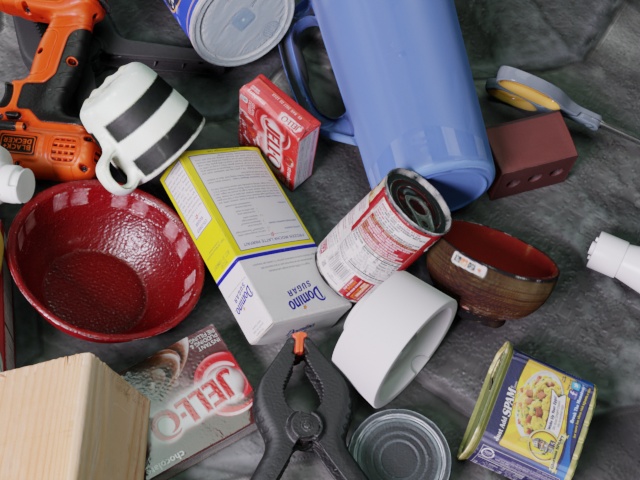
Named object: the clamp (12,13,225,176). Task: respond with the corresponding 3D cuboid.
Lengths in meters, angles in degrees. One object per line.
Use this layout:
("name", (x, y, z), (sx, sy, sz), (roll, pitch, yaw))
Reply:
("clamp", (-0.218, -0.162, 1.000), (0.210, 0.036, 0.164), (32, 67, 9))

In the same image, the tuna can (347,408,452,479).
("tuna can", (0.061, 0.179, 0.852), (0.086, 0.034, 0.086), (2, 63, -4))

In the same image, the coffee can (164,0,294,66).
("coffee can", (-0.100, -0.245, 0.999), (0.102, 0.103, 0.140), (-23, 55, -15))

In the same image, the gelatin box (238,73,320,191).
("gelatin box", (-0.039, -0.095, 0.951), (0.073, 0.089, 0.030), (42, 67, 15))

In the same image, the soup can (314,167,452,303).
("soup can", (0.050, -0.002, 0.882), (0.068, 0.102, 0.068), (27, 37, -23))

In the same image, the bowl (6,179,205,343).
("bowl", (-0.180, 0.028, 0.881), (0.162, 0.055, 0.162), (14, 48, -16))

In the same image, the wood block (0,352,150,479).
("wood block", (-0.185, 0.195, 0.740), (0.091, 0.090, 0.206), (-14, 52, 19))

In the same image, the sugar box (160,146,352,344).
("sugar box", (-0.056, 0.001, 0.908), (0.093, 0.048, 0.176), (-9, 62, -42))

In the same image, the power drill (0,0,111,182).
("power drill", (-0.272, -0.145, 0.951), (0.184, 0.057, 0.187), (7, 81, 8))

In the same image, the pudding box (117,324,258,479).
("pudding box", (-0.112, 0.133, 0.858), (0.113, 0.039, 0.090), (-28, 69, -17))

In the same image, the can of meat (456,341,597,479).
("can of meat", (0.169, 0.146, 0.866), (0.084, 0.057, 0.102), (24, 64, 5))

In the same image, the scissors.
("scissors", (0.240, -0.118, 1.018), (0.201, 0.096, 0.016), (23, 86, -26))

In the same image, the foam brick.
("foam brick", (0.188, -0.078, 0.982), (0.078, 0.053, 0.051), (-15, 65, -11))

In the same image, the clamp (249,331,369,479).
("clamp", (-0.021, 0.154, 0.820), (0.120, 0.039, 0.171), (-5, 57, -18))

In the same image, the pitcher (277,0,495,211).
("pitcher", (0.066, -0.144, 0.972), (0.144, 0.149, 0.243), (2, 63, -33))
